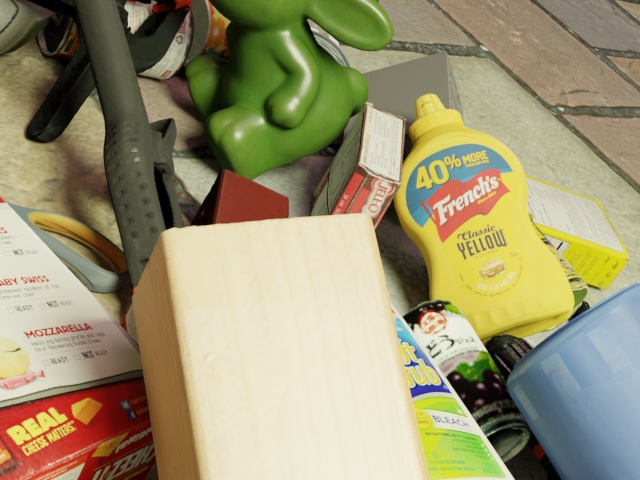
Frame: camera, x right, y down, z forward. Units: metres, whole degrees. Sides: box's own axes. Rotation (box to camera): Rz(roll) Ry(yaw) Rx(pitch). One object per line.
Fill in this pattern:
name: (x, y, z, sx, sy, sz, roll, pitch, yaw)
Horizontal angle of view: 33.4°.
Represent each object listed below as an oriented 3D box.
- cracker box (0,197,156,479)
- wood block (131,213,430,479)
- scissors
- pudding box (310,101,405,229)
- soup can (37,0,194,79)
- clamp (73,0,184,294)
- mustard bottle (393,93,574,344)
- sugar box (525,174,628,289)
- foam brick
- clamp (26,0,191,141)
cracker box: (-0.190, 0.044, 0.476, 0.214, 0.072, 0.163, 42, 31, 19)
wood block: (-0.012, 0.102, 0.428, 0.090, 0.091, 0.206, -5, 71, -20)
scissors: (-0.204, -0.014, 0.604, 0.201, 0.016, 0.096, 26, 30, -10)
pudding box: (0.026, -0.038, 0.779, 0.039, 0.090, 0.113, 25, 30, -11)
soup can: (-0.157, -0.166, 0.823, 0.102, 0.069, 0.068, 8, 38, -36)
clamp: (-0.115, -0.060, 0.662, 0.036, 0.164, 0.210, -16, 48, 3)
mustard bottle: (0.106, -0.021, 0.770, 0.058, 0.096, 0.192, 61, 11, -69)
sugar box: (0.178, -0.020, 0.941, 0.176, 0.048, 0.093, 15, 33, -19)
foam brick: (-0.054, 0.001, 0.684, 0.051, 0.053, 0.078, 24, 30, -14)
clamp: (-0.155, -0.138, 0.744, 0.039, 0.120, 0.171, 11, 20, 39)
